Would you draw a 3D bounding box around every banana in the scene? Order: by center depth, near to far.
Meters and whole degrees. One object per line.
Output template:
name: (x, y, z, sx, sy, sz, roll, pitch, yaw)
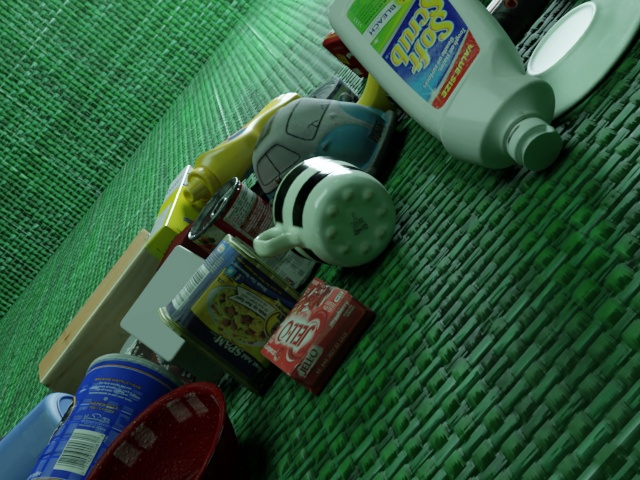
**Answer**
banana: (0.047, -0.145, 1.008, 0.198, 0.069, 0.037, 122, 166, -50)

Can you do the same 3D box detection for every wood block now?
wood block: (-0.232, 0.097, 1.255, 0.206, 0.090, 0.091, -53, 17, -3)

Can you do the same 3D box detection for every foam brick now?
foam brick: (-0.123, 0.026, 1.126, 0.053, 0.078, 0.051, -35, 24, 47)

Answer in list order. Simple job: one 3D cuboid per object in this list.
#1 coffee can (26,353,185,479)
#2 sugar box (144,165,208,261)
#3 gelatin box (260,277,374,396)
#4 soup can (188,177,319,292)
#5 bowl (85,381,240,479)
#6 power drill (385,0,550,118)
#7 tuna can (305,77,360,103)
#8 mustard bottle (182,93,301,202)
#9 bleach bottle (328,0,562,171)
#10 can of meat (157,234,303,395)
coffee can: (-0.176, 0.180, 0.892, 0.103, 0.102, 0.140, -37, 22, 43)
sugar box: (-0.142, -0.017, 1.243, 0.048, 0.093, 0.176, -44, 18, 23)
gelatin box: (-0.004, 0.068, 0.787, 0.073, 0.030, 0.089, -54, 16, -5)
soup can: (-0.056, 0.001, 0.946, 0.069, 0.102, 0.068, -47, 16, 18)
bowl: (-0.110, 0.181, 0.766, 0.162, 0.055, 0.162, -37, 24, 19)
power drill: (0.135, -0.176, 0.884, 0.187, 0.057, 0.184, -55, 20, 2)
tuna can: (0.000, -0.132, 1.128, 0.086, 0.033, 0.086, -40, 17, 15)
mustard bottle: (-0.094, -0.101, 1.266, 0.191, 0.058, 0.096, -43, 6, -37)
bleach bottle: (0.096, -0.129, 0.758, 0.102, 0.068, 0.251, -45, 41, 8)
can of meat: (-0.063, 0.057, 0.848, 0.084, 0.102, 0.057, -50, 16, -1)
